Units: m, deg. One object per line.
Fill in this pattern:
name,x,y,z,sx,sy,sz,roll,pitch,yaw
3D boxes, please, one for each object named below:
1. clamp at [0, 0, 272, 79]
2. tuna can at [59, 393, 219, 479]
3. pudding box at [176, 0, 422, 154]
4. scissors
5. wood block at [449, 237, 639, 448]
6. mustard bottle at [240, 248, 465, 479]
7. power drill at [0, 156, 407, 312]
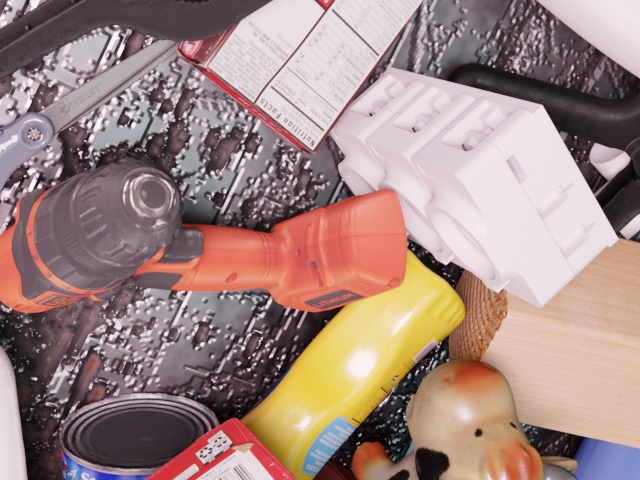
clamp,-0.095,-0.136,0.488,0.171,0.039,0.120,-10,137,-5
tuna can,-0.097,0.117,0.580,0.086,0.086,0.034,-6,110,-22
pudding box,-0.008,-0.116,0.567,0.090,0.039,0.113,36,91,-41
scissors,-0.164,-0.062,0.534,0.201,0.016,0.096,-49,118,-4
wood block,0.189,0.062,0.638,0.206,0.090,0.091,13,132,-7
mustard bottle,0.001,0.092,0.616,0.058,0.096,0.191,41,87,13
power drill,-0.053,0.001,0.521,0.187,0.185,0.057,3,79,-31
